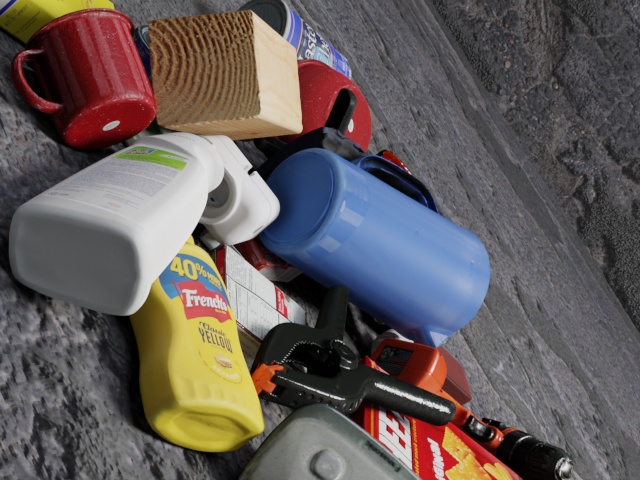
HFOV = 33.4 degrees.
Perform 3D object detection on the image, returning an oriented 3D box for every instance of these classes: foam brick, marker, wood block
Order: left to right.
[{"bbox_3d":[-0.080,-0.143,0.968,0.206,0.091,0.090,-12,97,-82],"label":"wood block"},{"bbox_3d":[-0.065,0.036,0.978,0.121,0.020,0.020,50,20,-16],"label":"marker"},{"bbox_3d":[0.123,0.152,1.186,0.078,0.053,0.051,44,23,-33],"label":"foam brick"}]

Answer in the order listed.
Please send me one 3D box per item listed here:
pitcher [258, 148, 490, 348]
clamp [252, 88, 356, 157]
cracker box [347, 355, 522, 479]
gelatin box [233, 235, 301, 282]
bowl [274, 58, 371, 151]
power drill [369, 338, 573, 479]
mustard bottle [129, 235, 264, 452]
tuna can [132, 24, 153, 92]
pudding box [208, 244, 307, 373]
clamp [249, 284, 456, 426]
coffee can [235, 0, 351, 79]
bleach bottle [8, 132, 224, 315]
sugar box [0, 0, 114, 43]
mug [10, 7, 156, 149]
[{"bbox_3d":[0.051,-0.005,1.057,0.242,0.145,0.149,31,7,-44],"label":"pitcher"},{"bbox_3d":[0.002,-0.095,1.189,0.039,0.120,0.171,65,2,34],"label":"clamp"},{"bbox_3d":[0.096,0.222,0.937,0.213,0.072,0.164,40,23,-17],"label":"cracker box"},{"bbox_3d":[-0.057,0.001,1.035,0.073,0.030,0.089,62,20,17],"label":"gelatin box"},{"bbox_3d":[0.013,-0.136,1.262,0.161,0.055,0.162,-2,93,-53],"label":"bowl"},{"bbox_3d":[0.141,0.176,1.062,0.187,0.057,0.185,44,-21,-25],"label":"power drill"},{"bbox_3d":[-0.101,0.059,0.796,0.096,0.058,0.192,28,33,-44],"label":"mustard bottle"},{"bbox_3d":[-0.156,-0.172,1.051,0.086,0.034,0.086,39,20,-18],"label":"tuna can"},{"bbox_3d":[-0.057,0.070,0.914,0.113,0.039,0.090,41,27,-31],"label":"pudding box"},{"bbox_3d":[0.007,0.096,0.887,0.209,0.036,0.165,5,37,-50],"label":"clamp"},{"bbox_3d":[-0.042,-0.222,1.320,0.140,0.103,0.103,33,30,-49],"label":"coffee can"},{"bbox_3d":[-0.126,-0.031,0.794,0.102,0.068,0.250,15,24,11],"label":"bleach bottle"},{"bbox_3d":[-0.247,-0.211,0.904,0.176,0.048,0.093,37,27,-46],"label":"sugar box"},{"bbox_3d":[-0.190,-0.126,0.852,0.117,0.093,0.081,-5,66,-46],"label":"mug"}]
